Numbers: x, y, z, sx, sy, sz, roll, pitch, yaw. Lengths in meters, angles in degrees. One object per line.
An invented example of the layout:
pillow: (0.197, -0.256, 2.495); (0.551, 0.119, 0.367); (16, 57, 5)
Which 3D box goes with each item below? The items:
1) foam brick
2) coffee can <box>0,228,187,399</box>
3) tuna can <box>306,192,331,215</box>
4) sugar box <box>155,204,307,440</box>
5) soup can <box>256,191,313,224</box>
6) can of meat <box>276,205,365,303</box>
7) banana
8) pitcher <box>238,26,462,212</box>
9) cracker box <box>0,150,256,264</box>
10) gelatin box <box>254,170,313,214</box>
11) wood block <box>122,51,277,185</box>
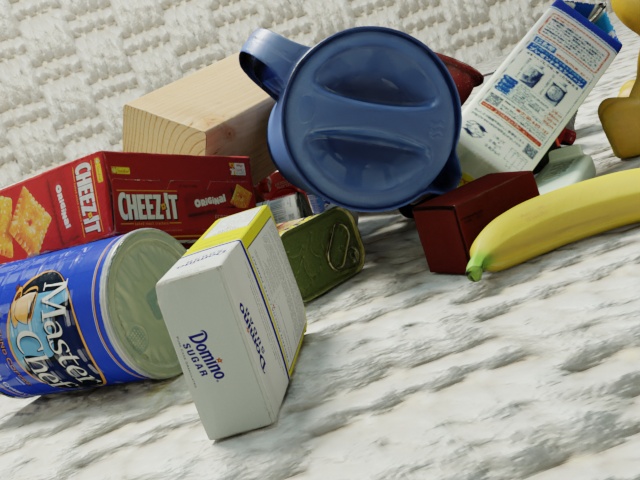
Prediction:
foam brick: (0.116, -0.014, 0.768); (0.078, 0.053, 0.051); (-23, 11, -28)
coffee can: (-0.166, 0.054, 0.755); (0.141, 0.103, 0.102); (-12, 11, 32)
tuna can: (0.027, -0.055, 1.213); (0.086, 0.034, 0.086); (-18, 10, 3)
sugar box: (-0.048, 0.042, 0.640); (0.048, 0.093, 0.176); (-17, 9, 11)
soup can: (-0.056, 0.001, 0.954); (0.102, 0.068, 0.068); (-16, 10, 8)
can of meat: (-0.028, 0.017, 0.855); (0.084, 0.057, 0.101); (-13, 10, 41)
banana: (0.181, -0.014, 0.720); (0.197, 0.037, 0.070); (-20, 29, -6)
pitcher: (0.012, -0.098, 0.873); (0.145, 0.149, 0.243); (-12, 4, -8)
cracker box: (-0.183, -0.014, 0.876); (0.214, 0.072, 0.163); (-14, -6, 37)
gelatin box: (-0.057, -0.037, 1.150); (0.089, 0.073, 0.030); (-14, 12, 19)
wood block: (-0.087, -0.108, 1.014); (0.091, 0.090, 0.205); (22, 34, 22)
